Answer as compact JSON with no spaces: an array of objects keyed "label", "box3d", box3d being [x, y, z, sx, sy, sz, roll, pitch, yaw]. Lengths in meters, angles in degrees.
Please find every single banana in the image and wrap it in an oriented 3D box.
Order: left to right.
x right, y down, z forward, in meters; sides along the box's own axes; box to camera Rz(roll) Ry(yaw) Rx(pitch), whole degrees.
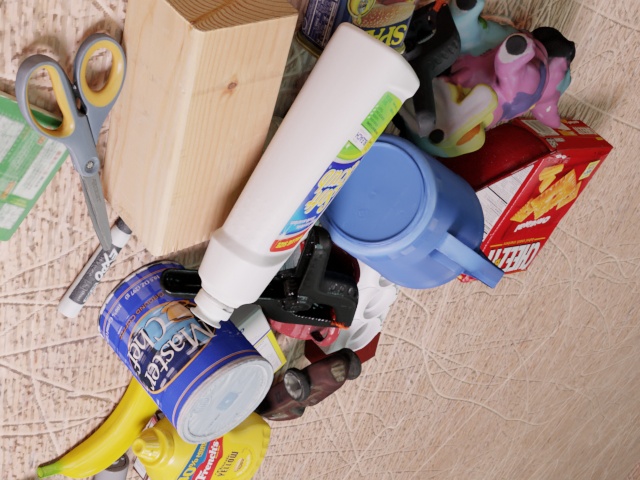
[{"label":"banana","box3d":[-0.204,0.180,1.092,0.198,0.037,0.069,-50,152,8]}]

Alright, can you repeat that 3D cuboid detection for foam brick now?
[{"label":"foam brick","box3d":[0.027,0.127,1.309,0.078,0.053,0.051,-26,146,-30]}]

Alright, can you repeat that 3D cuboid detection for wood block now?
[{"label":"wood block","box3d":[-0.097,-0.100,0.812,0.090,0.090,0.206,-20,143,-37]}]

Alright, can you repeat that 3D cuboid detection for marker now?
[{"label":"marker","box3d":[-0.187,0.015,0.918,0.121,0.020,0.020,-53,151,14]}]

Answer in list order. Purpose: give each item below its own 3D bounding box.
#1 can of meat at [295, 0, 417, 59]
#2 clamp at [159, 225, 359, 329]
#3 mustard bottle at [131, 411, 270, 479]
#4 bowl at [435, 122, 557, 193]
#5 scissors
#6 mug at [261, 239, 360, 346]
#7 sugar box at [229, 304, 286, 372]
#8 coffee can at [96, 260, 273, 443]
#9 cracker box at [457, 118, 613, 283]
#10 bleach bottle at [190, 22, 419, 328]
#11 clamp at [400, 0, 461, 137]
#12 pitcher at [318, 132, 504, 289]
[{"label":"can of meat","box3d":[0.036,-0.201,0.892,0.101,0.057,0.084,-18,140,-39]},{"label":"clamp","box3d":[-0.035,0.046,0.973,0.165,0.036,0.209,-12,157,18]},{"label":"mustard bottle","box3d":[-0.134,0.223,1.140,0.096,0.058,0.191,-57,148,7]},{"label":"bowl","box3d":[0.178,-0.086,1.185,0.162,0.055,0.162,-27,179,-1]},{"label":"scissors","box3d":[-0.165,-0.077,0.804,0.096,0.016,0.201,-46,149,-16]},{"label":"mug","box3d":[-0.009,0.058,1.111,0.093,0.117,0.082,-8,141,-30]},{"label":"sugar box","box3d":[-0.095,0.117,1.131,0.093,0.048,0.176,-41,155,-11]},{"label":"coffee can","box3d":[-0.125,0.101,0.983,0.102,0.140,0.103,-32,149,-23]},{"label":"cracker box","box3d":[0.257,-0.051,1.359,0.163,0.072,0.214,-7,134,-48]},{"label":"bleach bottle","box3d":[-0.020,-0.043,0.837,0.251,0.068,0.102,-57,166,3]},{"label":"clamp","box3d":[0.082,-0.153,0.947,0.171,0.120,0.039,-48,148,-26]},{"label":"pitcher","box3d":[0.084,-0.022,1.009,0.149,0.145,0.242,-9,172,14]}]
